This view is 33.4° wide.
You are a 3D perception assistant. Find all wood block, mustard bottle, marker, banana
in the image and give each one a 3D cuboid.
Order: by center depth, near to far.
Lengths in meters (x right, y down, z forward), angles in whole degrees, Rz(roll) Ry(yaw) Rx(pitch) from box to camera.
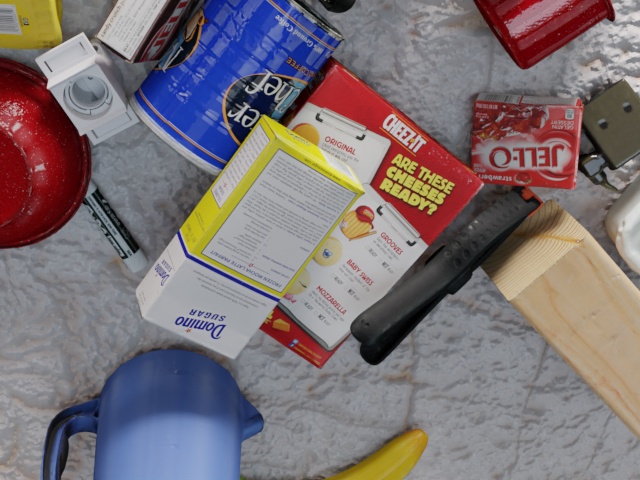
[{"bbox_3d":[-0.289,-0.179,0.775,0.191,0.058,0.096,-2,153,-7],"label":"mustard bottle"},{"bbox_3d":[-0.183,-0.025,0.888,0.020,0.020,0.121,-30,114,4],"label":"marker"},{"bbox_3d":[0.249,0.073,0.957,0.090,0.091,0.206,-42,112,8],"label":"wood block"},{"bbox_3d":[0.011,0.232,1.015,0.197,0.037,0.069,-12,115,-4],"label":"banana"}]

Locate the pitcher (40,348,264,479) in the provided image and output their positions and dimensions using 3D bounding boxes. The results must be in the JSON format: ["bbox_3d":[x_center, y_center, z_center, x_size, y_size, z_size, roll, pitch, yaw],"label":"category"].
[{"bbox_3d":[-0.137,0.208,0.871,0.149,0.243,0.145,-37,115,14],"label":"pitcher"}]

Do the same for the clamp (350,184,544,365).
[{"bbox_3d":[0.103,0.027,0.901,0.210,0.164,0.036,-43,78,2],"label":"clamp"}]

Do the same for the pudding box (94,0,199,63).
[{"bbox_3d":[-0.113,-0.187,0.791,0.039,0.090,0.113,32,103,-2],"label":"pudding box"}]

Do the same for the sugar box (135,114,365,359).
[{"bbox_3d":[-0.056,0.001,0.817,0.093,0.048,0.176,29,109,-32],"label":"sugar box"}]

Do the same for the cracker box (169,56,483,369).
[{"bbox_3d":[0.001,-0.023,0.890,0.164,0.072,0.214,36,102,-21],"label":"cracker box"}]

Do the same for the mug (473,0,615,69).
[{"bbox_3d":[0.164,-0.198,0.837,0.081,0.093,0.117,-33,97,11],"label":"mug"}]

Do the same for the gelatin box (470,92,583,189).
[{"bbox_3d":[0.172,-0.083,0.896,0.089,0.030,0.073,6,114,16],"label":"gelatin box"}]

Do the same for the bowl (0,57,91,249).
[{"bbox_3d":[-0.263,-0.059,0.830,0.162,0.055,0.162,0,111,0],"label":"bowl"}]

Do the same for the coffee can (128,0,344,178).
[{"bbox_3d":[-0.064,-0.132,0.817,0.102,0.103,0.140,35,103,-20],"label":"coffee can"}]
